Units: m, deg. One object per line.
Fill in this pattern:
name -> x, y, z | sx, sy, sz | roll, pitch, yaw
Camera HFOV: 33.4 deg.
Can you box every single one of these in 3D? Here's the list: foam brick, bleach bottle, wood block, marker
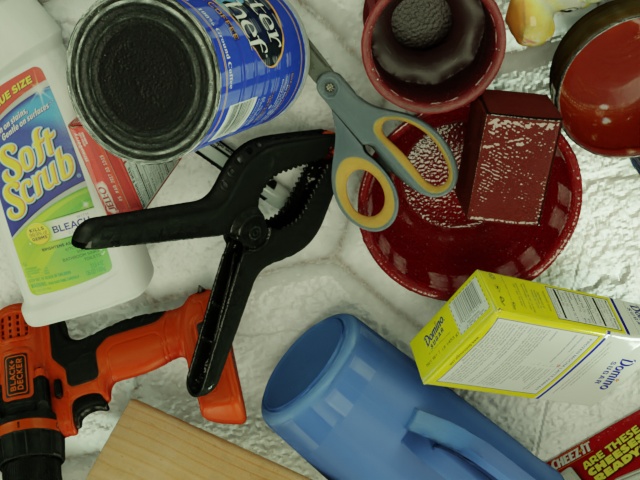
foam brick -> 0.125, -0.055, 0.713 | 0.051, 0.053, 0.078 | 5, 117, -5
bleach bottle -> -0.204, -0.069, 0.749 | 0.102, 0.068, 0.251 | -16, 110, 8
wood block -> -0.072, 0.214, 0.832 | 0.206, 0.090, 0.091 | 21, 155, 13
marker -> -0.052, -0.047, 0.794 | 0.121, 0.020, 0.020 | 36, 111, -18

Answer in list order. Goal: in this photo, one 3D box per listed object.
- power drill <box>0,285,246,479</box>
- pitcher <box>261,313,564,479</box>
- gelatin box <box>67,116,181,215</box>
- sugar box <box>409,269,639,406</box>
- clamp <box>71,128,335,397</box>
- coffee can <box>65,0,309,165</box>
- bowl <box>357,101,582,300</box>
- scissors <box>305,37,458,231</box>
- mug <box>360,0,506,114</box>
power drill -> -0.154, 0.119, 0.801 | 0.187, 0.184, 0.057 | -11, 154, -3
pitcher -> 0.078, 0.168, 0.843 | 0.242, 0.145, 0.149 | 41, 111, -17
gelatin box -> -0.134, -0.067, 0.741 | 0.030, 0.089, 0.073 | -9, 118, 19
sugar box -> 0.166, 0.078, 0.812 | 0.175, 0.048, 0.093 | 10, 135, -33
clamp -> -0.055, 0.001, 0.752 | 0.209, 0.036, 0.164 | -38, 126, -22
coffee can -> -0.079, -0.111, 0.676 | 0.103, 0.140, 0.103 | 6, 108, 20
bowl -> 0.106, -0.037, 0.783 | 0.162, 0.055, 0.162 | -1, 117, -1
scissors -> 0.003, -0.085, 0.736 | 0.202, 0.016, 0.096 | 38, 111, 8
mug -> 0.072, -0.153, 0.708 | 0.093, 0.081, 0.117 | 4, 117, -4
